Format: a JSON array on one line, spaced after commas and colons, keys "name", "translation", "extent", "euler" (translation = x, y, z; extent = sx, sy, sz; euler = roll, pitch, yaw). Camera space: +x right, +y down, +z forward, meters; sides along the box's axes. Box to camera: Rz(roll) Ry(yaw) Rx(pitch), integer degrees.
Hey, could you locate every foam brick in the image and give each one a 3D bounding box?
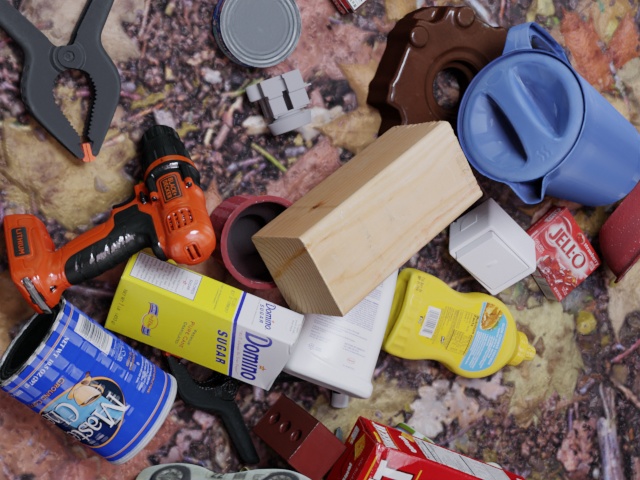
[{"name": "foam brick", "translation": [-0.022, 0.205, 1.097], "extent": [0.053, 0.078, 0.051], "euler": [-49, 124, -11]}]

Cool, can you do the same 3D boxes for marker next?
[{"name": "marker", "translation": [0.024, 0.121, 1.164], "extent": [0.020, 0.020, 0.121], "euler": [1, 97, -22]}]

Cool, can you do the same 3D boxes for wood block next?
[{"name": "wood block", "translation": [0.047, -0.024, 1.036], "extent": [0.205, 0.091, 0.090], "euler": [-39, 112, -27]}]

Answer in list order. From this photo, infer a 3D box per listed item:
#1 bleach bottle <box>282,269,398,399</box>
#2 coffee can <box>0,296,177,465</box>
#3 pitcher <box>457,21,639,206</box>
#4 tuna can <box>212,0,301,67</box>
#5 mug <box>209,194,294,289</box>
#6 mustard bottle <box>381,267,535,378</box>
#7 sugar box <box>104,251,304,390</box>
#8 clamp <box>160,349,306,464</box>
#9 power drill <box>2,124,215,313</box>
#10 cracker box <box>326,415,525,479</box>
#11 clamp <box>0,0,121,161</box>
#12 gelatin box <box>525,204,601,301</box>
[{"name": "bleach bottle", "translation": [0.042, 0.032, 1.122], "extent": [0.102, 0.068, 0.251], "euler": [22, 78, -11]}, {"name": "coffee can", "translation": [-0.223, 0.134, 1.020], "extent": [0.140, 0.103, 0.103], "euler": [40, 82, -22]}, {"name": "pitcher", "translation": [0.254, -0.116, 1.121], "extent": [0.242, 0.145, 0.149], "euler": [13, 115, -56]}, {"name": "tuna can", "translation": [-0.065, -0.217, 1.072], "extent": [0.086, 0.034, 0.086], "euler": [-3, 99, -22]}, {"name": "mug", "translation": [-0.057, 0.001, 1.080], "extent": [0.117, 0.082, 0.093], "euler": [22, 89, -23]}, {"name": "mustard bottle", "translation": [0.161, 0.102, 1.195], "extent": [0.191, 0.058, 0.096], "euler": [19, 91, -23]}, {"name": "sugar box", "translation": [-0.113, 0.079, 1.032], "extent": [0.176, 0.093, 0.048], "euler": [24, 49, -4]}, {"name": "clamp", "translation": [-0.088, 0.143, 1.112], "extent": [0.171, 0.039, 0.120], "euler": [46, 73, -28]}, {"name": "power drill", "translation": [-0.198, -0.023, 0.995], "extent": [0.187, 0.184, 0.057], "euler": [-24, 133, 0]}, {"name": "cracker box", "translation": [0.104, 0.299, 1.113], "extent": [0.213, 0.072, 0.164], "euler": [23, 98, -20]}, {"name": "clamp", "translation": [-0.233, -0.181, 1.007], "extent": [0.164, 0.036, 0.210], "euler": [-21, 106, -18]}, {"name": "gelatin box", "translation": [0.276, 0.015, 1.244], "extent": [0.073, 0.030, 0.089], "euler": [-40, 110, -12]}]
